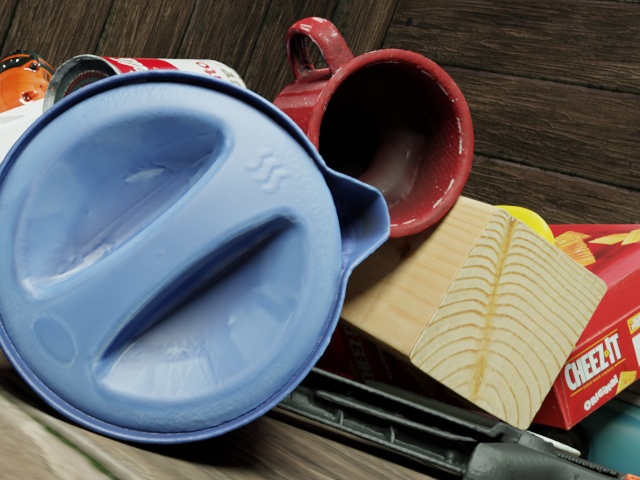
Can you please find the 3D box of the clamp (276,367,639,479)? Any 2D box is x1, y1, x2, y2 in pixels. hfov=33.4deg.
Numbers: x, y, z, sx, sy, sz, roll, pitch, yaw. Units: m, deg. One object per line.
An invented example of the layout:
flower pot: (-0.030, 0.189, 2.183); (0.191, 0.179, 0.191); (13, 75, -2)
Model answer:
clamp: (0.083, 0.106, 0.519); (0.209, 0.036, 0.165); (23, -4, -39)

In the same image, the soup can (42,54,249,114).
soup can: (-0.093, -0.068, 0.593); (0.069, 0.068, 0.102); (19, 17, 31)

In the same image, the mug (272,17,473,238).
mug: (0.014, -0.061, 0.556); (0.117, 0.093, 0.082); (61, -18, -17)

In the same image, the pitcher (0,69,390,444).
pitcher: (-0.069, 0.013, 0.490); (0.149, 0.145, 0.243); (32, -4, 0)

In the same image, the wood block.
wood block: (0.051, 0.020, 0.625); (0.090, 0.091, 0.206); (33, -3, -28)

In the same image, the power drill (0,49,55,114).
power drill: (-0.175, -0.051, 0.780); (0.187, 0.057, 0.184); (54, 1, -25)
